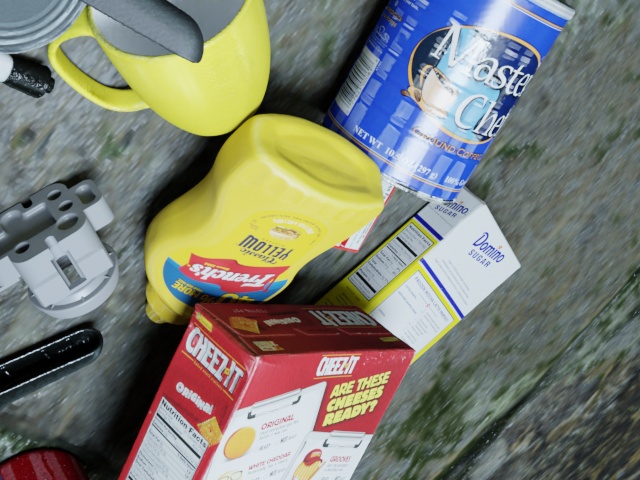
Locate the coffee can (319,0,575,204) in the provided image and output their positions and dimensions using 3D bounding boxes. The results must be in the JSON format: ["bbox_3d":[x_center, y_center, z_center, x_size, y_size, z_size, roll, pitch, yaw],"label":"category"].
[{"bbox_3d":[0.077,-0.108,0.667,0.102,0.103,0.140,13,115,-41],"label":"coffee can"}]

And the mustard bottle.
[{"bbox_3d":[-0.054,0.001,0.662,0.096,0.058,0.192,19,139,-33],"label":"mustard bottle"}]

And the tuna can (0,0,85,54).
[{"bbox_3d":[-0.157,-0.138,0.527,0.086,0.034,0.086,-19,133,-22],"label":"tuna can"}]

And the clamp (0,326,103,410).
[{"bbox_3d":[-0.219,0.098,0.672,0.120,0.039,0.171,28,108,-40],"label":"clamp"}]

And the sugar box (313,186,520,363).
[{"bbox_3d":[0.066,0.044,0.825,0.176,0.048,0.093,-43,137,-4],"label":"sugar box"}]

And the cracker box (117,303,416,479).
[{"bbox_3d":[-0.049,0.146,0.708,0.163,0.072,0.214,5,115,-51],"label":"cracker box"}]

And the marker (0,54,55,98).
[{"bbox_3d":[-0.190,-0.099,0.546,0.120,0.020,0.020,19,111,-43],"label":"marker"}]
